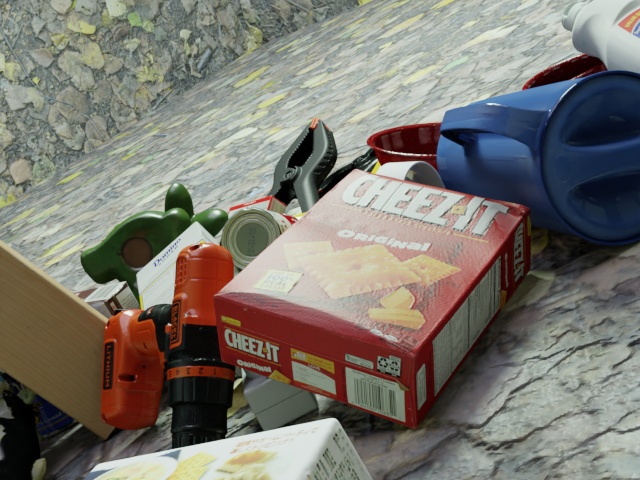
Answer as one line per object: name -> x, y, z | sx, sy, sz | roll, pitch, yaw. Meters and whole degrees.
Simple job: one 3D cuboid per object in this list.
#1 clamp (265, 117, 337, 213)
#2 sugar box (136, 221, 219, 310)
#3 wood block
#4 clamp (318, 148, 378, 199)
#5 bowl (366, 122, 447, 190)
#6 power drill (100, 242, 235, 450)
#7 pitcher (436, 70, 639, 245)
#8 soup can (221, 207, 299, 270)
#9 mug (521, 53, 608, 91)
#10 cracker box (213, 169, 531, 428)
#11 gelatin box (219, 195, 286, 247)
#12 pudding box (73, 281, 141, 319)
clamp -> -0.038, -0.065, 1.332 | 0.165, 0.036, 0.210 | -18, 42, 37
sugar box -> -0.138, 0.049, 1.084 | 0.093, 0.048, 0.176 | -41, 20, 4
wood block -> -0.261, 0.082, 0.989 | 0.091, 0.206, 0.090 | -54, 20, -8
clamp -> 0.060, -0.094, 1.362 | 0.171, 0.039, 0.120 | -30, 13, -7
bowl -> 0.130, -0.082, 1.123 | 0.162, 0.055, 0.162 | -3, 17, 1
power drill -> -0.125, 0.109, 0.882 | 0.057, 0.184, 0.188 | 12, -21, -29
pitcher -> 0.184, -0.076, 0.917 | 0.145, 0.149, 0.243 | -31, 13, -12
soup can -> -0.057, 0.001, 1.132 | 0.068, 0.068, 0.102 | -24, -9, 13
mug -> 0.256, -0.136, 1.089 | 0.093, 0.081, 0.117 | -35, 17, -25
cracker box -> 0.046, 0.031, 0.815 | 0.164, 0.072, 0.213 | 15, 38, 27
gelatin box -> -0.084, -0.004, 1.265 | 0.073, 0.030, 0.089 | -14, 52, 40
pudding box -> -0.231, 0.097, 1.144 | 0.114, 0.090, 0.039 | -12, 24, 43
